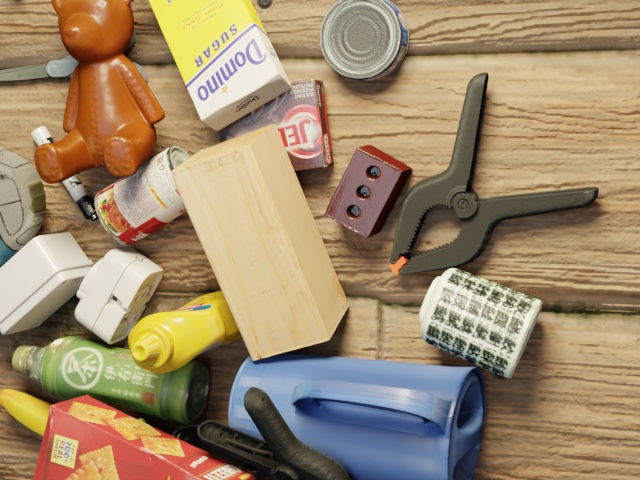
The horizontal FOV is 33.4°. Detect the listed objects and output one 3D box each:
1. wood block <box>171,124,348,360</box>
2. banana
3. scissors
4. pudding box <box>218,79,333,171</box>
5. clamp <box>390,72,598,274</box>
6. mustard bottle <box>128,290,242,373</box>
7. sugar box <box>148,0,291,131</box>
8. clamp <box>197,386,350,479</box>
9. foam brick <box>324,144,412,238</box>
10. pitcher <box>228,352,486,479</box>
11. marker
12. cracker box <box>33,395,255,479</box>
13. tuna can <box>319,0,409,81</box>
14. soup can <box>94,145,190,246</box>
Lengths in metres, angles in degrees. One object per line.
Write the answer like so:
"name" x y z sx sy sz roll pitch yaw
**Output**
"wood block" -0.058 0.001 1.065 0.090 0.090 0.206 -17 104 20
"banana" -0.271 0.206 1.199 0.198 0.037 0.069 6 124 22
"scissors" -0.281 -0.207 1.174 0.202 0.016 0.096 12 102 15
"pudding box" -0.047 -0.114 1.099 0.114 0.039 0.090 -6 95 19
"clamp" 0.153 -0.034 1.044 0.164 0.036 0.210 41 108 10
"mustard bottle" -0.138 0.094 1.070 0.096 0.191 0.058 -16 91 18
"sugar box" -0.107 -0.210 1.079 0.093 0.048 0.176 -29 70 12
"clamp" -0.038 0.210 1.014 0.171 0.039 0.120 47 145 -13
"foam brick" 0.049 -0.050 1.069 0.053 0.051 0.078 29 103 12
"pitcher" 0.033 0.172 1.048 0.243 0.144 0.149 5 114 23
"marker" -0.283 -0.073 1.189 0.020 0.020 0.121 -35 85 18
"cracker box" -0.189 0.272 1.067 0.214 0.072 0.164 20 101 24
"tuna can" 0.043 -0.202 1.063 0.086 0.033 0.086 2 97 17
"soup can" -0.179 -0.048 1.133 0.102 0.068 0.068 -30 87 18
